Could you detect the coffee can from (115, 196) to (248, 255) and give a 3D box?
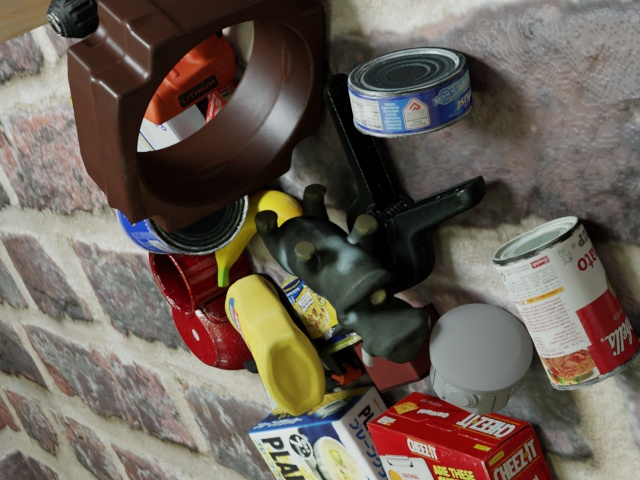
[{"bbox_3d":[-0.142,-0.037,1.070,0.103,0.102,0.140,64,161,-10],"label":"coffee can"}]

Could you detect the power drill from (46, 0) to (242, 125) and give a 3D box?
[{"bbox_3d":[-0.137,-0.182,0.907,0.057,0.184,0.188,47,160,21],"label":"power drill"}]

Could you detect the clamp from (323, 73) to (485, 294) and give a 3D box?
[{"bbox_3d":[0.066,-0.019,0.876,0.165,0.036,0.210,38,148,35],"label":"clamp"}]

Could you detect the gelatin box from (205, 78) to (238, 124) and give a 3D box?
[{"bbox_3d":[-0.080,-0.101,1.036,0.073,0.030,0.089,49,150,18],"label":"gelatin box"}]

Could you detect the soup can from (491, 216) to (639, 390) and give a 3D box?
[{"bbox_3d":[0.170,0.043,0.741,0.069,0.068,0.102,-14,105,61],"label":"soup can"}]

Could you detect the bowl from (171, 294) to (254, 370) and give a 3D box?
[{"bbox_3d":[-0.132,0.100,1.291,0.162,0.055,0.162,38,146,32],"label":"bowl"}]

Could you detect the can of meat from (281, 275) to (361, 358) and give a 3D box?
[{"bbox_3d":[0.014,0.057,1.016,0.084,0.057,0.102,59,152,3],"label":"can of meat"}]

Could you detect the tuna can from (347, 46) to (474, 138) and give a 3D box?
[{"bbox_3d":[0.063,-0.105,0.747,0.086,0.086,0.034,23,135,47],"label":"tuna can"}]

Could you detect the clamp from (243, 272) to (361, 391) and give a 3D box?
[{"bbox_3d":[-0.028,0.121,1.147,0.172,0.039,0.120,36,133,38],"label":"clamp"}]

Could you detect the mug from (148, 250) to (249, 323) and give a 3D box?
[{"bbox_3d":[-0.127,0.038,1.188,0.117,0.081,0.093,54,152,14],"label":"mug"}]

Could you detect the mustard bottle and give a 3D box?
[{"bbox_3d":[-0.054,0.088,1.071,0.096,0.058,0.192,67,172,-30],"label":"mustard bottle"}]

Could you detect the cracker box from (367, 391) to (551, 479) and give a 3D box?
[{"bbox_3d":[0.149,0.255,0.980,0.164,0.072,0.213,5,121,56],"label":"cracker box"}]

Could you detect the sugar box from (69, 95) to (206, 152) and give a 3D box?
[{"bbox_3d":[-0.194,-0.135,1.128,0.177,0.048,0.093,-4,126,54],"label":"sugar box"}]

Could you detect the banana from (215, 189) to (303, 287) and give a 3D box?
[{"bbox_3d":[-0.065,-0.014,1.084,0.198,0.037,0.069,-38,71,57],"label":"banana"}]

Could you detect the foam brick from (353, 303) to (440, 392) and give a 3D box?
[{"bbox_3d":[0.077,0.097,0.959,0.051,0.052,0.078,58,151,1],"label":"foam brick"}]
